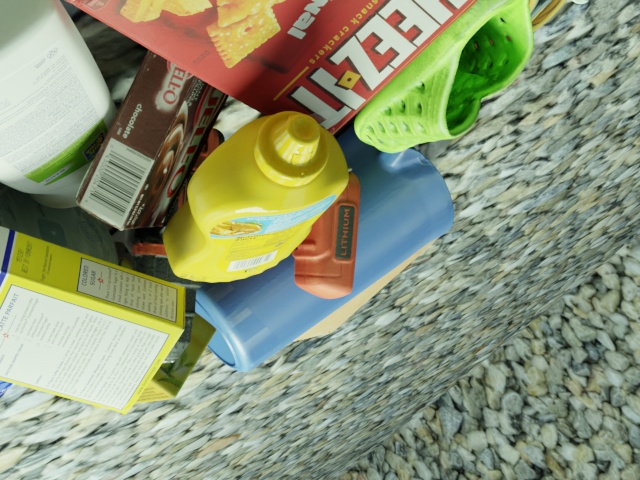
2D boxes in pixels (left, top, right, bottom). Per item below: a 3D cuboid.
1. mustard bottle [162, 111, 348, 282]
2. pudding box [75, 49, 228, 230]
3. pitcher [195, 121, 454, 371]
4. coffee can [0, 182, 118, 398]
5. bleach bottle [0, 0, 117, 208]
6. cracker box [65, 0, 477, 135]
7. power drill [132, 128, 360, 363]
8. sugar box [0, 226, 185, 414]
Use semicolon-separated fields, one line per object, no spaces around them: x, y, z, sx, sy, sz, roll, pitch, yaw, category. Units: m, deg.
-0.035;-0.029;0.647;0.096;0.058;0.192;-13;166;-20;mustard bottle
-0.100;-0.064;0.664;0.113;0.039;0.090;-61;173;6;pudding box
-0.009;0.010;0.958;0.242;0.149;0.145;-37;-151;-19;pitcher
-0.223;0.036;0.742;0.140;0.103;0.102;-43;161;26;coffee can
-0.172;-0.070;0.622;0.102;0.068;0.251;-34;165;-9;bleach bottle
-0.016;-0.156;0.572;0.164;0.072;0.213;-41;144;19;cracker box
-0.055;0.001;0.798;0.187;0.184;0.057;8;177;-43;power drill
-0.182;0.044;0.655;0.176;0.048;0.093;22;125;-20;sugar box
